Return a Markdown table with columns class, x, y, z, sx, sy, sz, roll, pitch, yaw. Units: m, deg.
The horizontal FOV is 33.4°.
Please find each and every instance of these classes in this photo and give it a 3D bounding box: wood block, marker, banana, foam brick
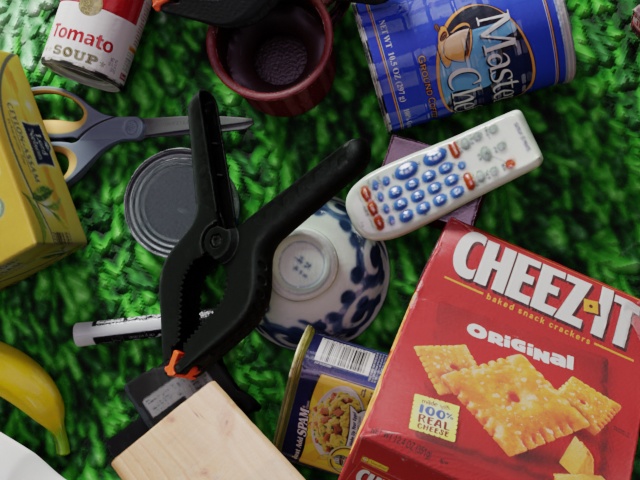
| class | x | y | z | sx | sy | sz | roll | pitch | yaw |
| --- | --- | --- | --- | --- | --- | --- | --- | --- | --- |
| wood block | -0.035 | 0.200 | 0.685 | 0.090 | 0.091 | 0.206 | -38 | 51 | -15 |
| marker | -0.130 | 0.066 | 0.825 | 0.121 | 0.020 | 0.020 | -7 | 82 | 6 |
| banana | -0.278 | 0.105 | 0.830 | 0.198 | 0.037 | 0.069 | 18 | 85 | 9 |
| foam brick | 0.084 | -0.039 | 0.794 | 0.078 | 0.051 | 0.053 | 17 | 86 | 9 |

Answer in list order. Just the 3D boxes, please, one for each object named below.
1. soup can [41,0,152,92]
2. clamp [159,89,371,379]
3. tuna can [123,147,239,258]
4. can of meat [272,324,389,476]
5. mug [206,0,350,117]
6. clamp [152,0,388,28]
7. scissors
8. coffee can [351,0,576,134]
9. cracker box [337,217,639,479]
| class | x | y | z | sx | sy | sz | roll | pitch | yaw |
| --- | --- | --- | --- | --- | --- | --- | --- | --- | --- |
| soup can | -0.172 | -0.175 | 0.836 | 0.068 | 0.068 | 0.102 | 17 | 86 | 9 |
| clamp | -0.055 | 0.001 | 0.756 | 0.165 | 0.036 | 0.210 | 13 | 85 | 36 |
| tuna can | -0.106 | -0.026 | 0.826 | 0.086 | 0.033 | 0.086 | -1 | 83 | 7 |
| can of meat | 0.017 | 0.121 | 0.766 | 0.084 | 0.057 | 0.102 | 17 | 118 | 6 |
| mug | -0.023 | -0.149 | 0.806 | 0.117 | 0.081 | 0.093 | -44 | 80 | 0 |
| clamp | -0.040 | -0.207 | 0.740 | 0.171 | 0.039 | 0.120 | -11 | 94 | 11 |
| scissors | -0.160 | -0.071 | 0.848 | 0.202 | 0.016 | 0.096 | 13 | 86 | 9 |
| coffee can | 0.103 | -0.146 | 0.779 | 0.140 | 0.102 | 0.103 | -16 | 81 | 5 |
| cracker box | 0.123 | 0.099 | 0.696 | 0.164 | 0.072 | 0.213 | 24 | 45 | 4 |
